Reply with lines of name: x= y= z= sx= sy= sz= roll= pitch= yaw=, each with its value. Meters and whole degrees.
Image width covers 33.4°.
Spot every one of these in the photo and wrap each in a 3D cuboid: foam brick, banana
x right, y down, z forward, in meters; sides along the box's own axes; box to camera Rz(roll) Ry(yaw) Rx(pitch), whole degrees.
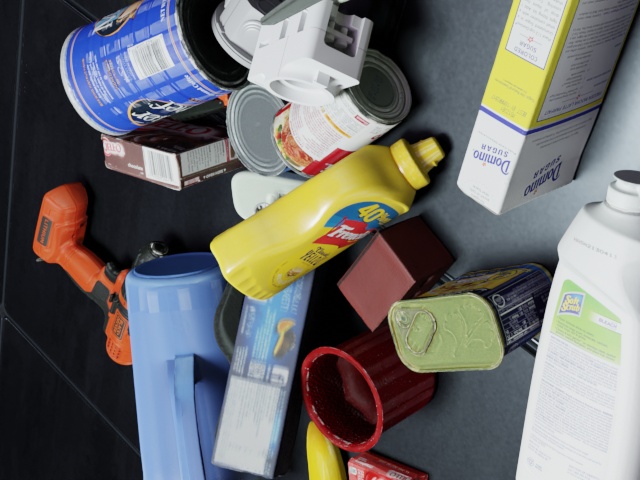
foam brick: x=0.061 y=0.027 z=0.870 sx=0.051 sy=0.052 sz=0.078 roll=52 pitch=137 yaw=17
banana: x=-0.002 y=0.267 z=1.049 sx=0.070 sy=0.037 sz=0.198 roll=33 pitch=128 yaw=31

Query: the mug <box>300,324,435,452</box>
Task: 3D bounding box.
mug: x=0.040 y=0.129 z=0.913 sx=0.093 sy=0.081 sz=0.117 roll=41 pitch=132 yaw=27

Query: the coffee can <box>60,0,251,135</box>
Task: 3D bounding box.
coffee can: x=-0.140 y=-0.159 z=0.923 sx=0.141 sy=0.102 sz=0.103 roll=-15 pitch=96 yaw=34

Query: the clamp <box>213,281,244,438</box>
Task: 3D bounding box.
clamp: x=-0.062 y=0.109 z=0.987 sx=0.039 sy=0.120 sz=0.171 roll=-23 pitch=88 yaw=65

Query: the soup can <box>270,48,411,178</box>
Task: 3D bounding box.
soup can: x=0.016 y=-0.101 z=0.852 sx=0.102 sy=0.068 sz=0.068 roll=-33 pitch=82 yaw=47

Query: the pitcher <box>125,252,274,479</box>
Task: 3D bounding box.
pitcher: x=-0.124 y=0.142 z=1.051 sx=0.149 sy=0.144 sz=0.243 roll=7 pitch=108 yaw=45

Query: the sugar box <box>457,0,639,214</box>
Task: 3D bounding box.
sugar box: x=0.150 y=-0.109 z=0.688 sx=0.048 sy=0.093 sz=0.176 roll=39 pitch=131 yaw=30

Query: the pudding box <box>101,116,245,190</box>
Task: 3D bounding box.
pudding box: x=-0.136 y=-0.086 z=1.001 sx=0.114 sy=0.089 sz=0.039 roll=20 pitch=122 yaw=39

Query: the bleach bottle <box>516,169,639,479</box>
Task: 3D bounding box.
bleach bottle: x=0.201 y=0.076 z=0.737 sx=0.103 sy=0.067 sz=0.251 roll=25 pitch=121 yaw=38

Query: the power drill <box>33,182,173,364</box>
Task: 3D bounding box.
power drill: x=-0.239 y=0.023 z=1.179 sx=0.188 sy=0.057 sz=0.185 roll=47 pitch=134 yaw=22

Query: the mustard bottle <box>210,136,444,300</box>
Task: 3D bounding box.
mustard bottle: x=0.013 y=-0.024 z=0.845 sx=0.192 sy=0.096 sz=0.058 roll=-32 pitch=68 yaw=12

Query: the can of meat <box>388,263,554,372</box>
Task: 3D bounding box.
can of meat: x=0.117 y=0.057 z=0.800 sx=0.102 sy=0.083 sz=0.057 roll=-11 pitch=98 yaw=48

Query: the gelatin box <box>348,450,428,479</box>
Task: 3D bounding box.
gelatin box: x=0.063 y=0.245 z=0.977 sx=0.073 sy=0.030 sz=0.089 roll=14 pitch=117 yaw=42

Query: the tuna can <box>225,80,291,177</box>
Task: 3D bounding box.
tuna can: x=-0.043 y=-0.101 z=0.938 sx=0.086 sy=0.033 sz=0.086 roll=21 pitch=121 yaw=40
